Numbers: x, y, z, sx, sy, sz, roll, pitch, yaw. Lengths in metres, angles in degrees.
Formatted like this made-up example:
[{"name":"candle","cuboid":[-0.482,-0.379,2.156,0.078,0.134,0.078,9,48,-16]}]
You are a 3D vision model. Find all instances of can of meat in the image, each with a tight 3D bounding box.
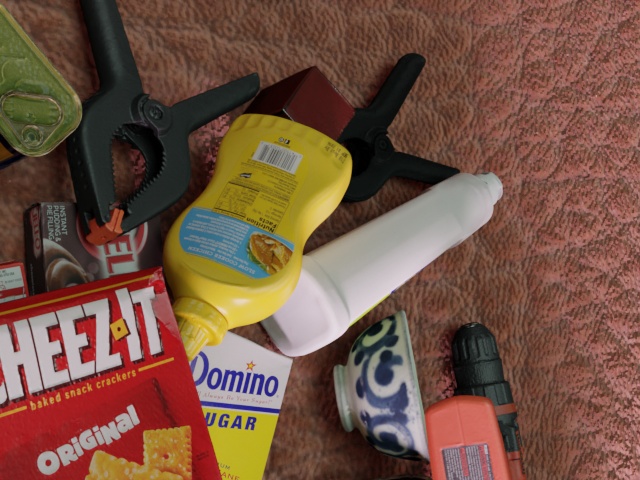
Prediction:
[{"name":"can of meat","cuboid":[-0.214,-0.096,0.685,0.102,0.084,0.057,51,58,-19]}]

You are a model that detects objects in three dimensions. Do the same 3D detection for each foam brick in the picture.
[{"name":"foam brick","cuboid":[-0.022,-0.092,0.830,0.051,0.078,0.053,45,60,-21]}]

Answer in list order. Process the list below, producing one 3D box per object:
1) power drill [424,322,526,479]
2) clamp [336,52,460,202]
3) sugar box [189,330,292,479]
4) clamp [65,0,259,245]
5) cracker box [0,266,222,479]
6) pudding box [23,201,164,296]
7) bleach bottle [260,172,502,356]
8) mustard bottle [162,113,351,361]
[{"name":"power drill","cuboid":[0.130,0.157,0.863,0.187,0.057,0.184,14,64,-73]},{"name":"clamp","cuboid":[0.044,-0.091,0.902,0.171,0.039,0.120,-17,92,-37]},{"name":"sugar box","cuboid":[-0.086,0.154,0.768,0.093,0.048,0.176,26,70,-31]},{"name":"clamp","cuboid":[-0.118,-0.084,0.763,0.164,0.036,0.210,25,55,-32]},{"name":"cracker box","cuboid":[-0.143,0.136,0.638,0.163,0.072,0.214,-14,88,-47]},{"name":"pudding box","cuboid":[-0.154,0.030,0.739,0.089,0.039,0.113,-1,84,-37]},{"name":"bleach bottle","cuboid":[0.065,0.002,0.864,0.250,0.103,0.068,-31,87,-34]},{"name":"mustard bottle","cuboid":[-0.055,0.001,0.746,0.096,0.058,0.191,21,59,10]}]
